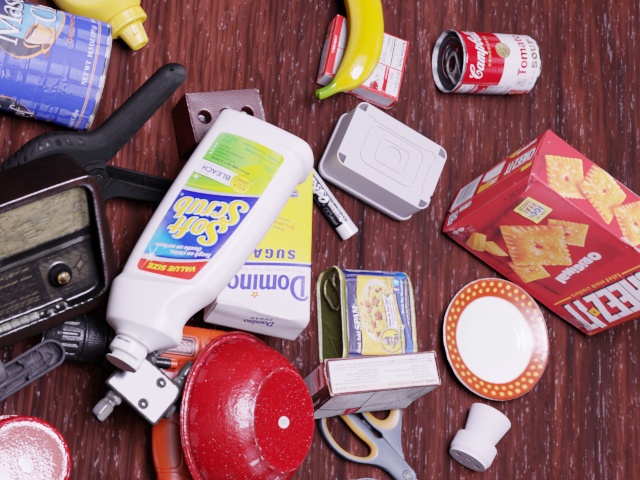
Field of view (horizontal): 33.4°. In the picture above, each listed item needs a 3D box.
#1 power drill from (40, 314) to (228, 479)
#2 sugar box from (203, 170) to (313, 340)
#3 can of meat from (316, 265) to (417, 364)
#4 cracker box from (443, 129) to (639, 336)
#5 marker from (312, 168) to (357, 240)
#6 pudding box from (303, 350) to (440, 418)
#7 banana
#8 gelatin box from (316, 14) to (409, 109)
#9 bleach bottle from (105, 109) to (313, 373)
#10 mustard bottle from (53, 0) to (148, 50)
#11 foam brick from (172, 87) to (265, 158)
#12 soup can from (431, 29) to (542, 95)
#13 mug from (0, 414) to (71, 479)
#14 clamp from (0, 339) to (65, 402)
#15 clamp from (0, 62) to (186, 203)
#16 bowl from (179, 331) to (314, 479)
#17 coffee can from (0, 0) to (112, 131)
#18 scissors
[{"bbox_3d":[-0.164,0.160,0.950,0.184,0.057,0.187,9,74,-21],"label":"power drill"},{"bbox_3d":[-0.056,0.001,1.016,0.093,0.048,0.176,13,53,-20],"label":"sugar box"},{"bbox_3d":[0.046,0.079,1.060,0.083,0.058,0.102,3,76,-24],"label":"can of meat"},{"bbox_3d":[0.258,0.000,1.105,0.213,0.164,0.072,35,58,-12],"label":"cracker box"},{"bbox_3d":[-0.004,-0.054,1.091,0.020,0.020,0.121,-37,92,-26],"label":"marker"},{"bbox_3d":[0.045,0.136,1.010,0.113,0.090,0.039,-4,69,-20],"label":"pudding box"},{"bbox_3d":[0.033,-0.236,1.108,0.069,0.037,0.198,8,71,-21],"label":"banana"},{"bbox_3d":[0.046,-0.190,1.139,0.089,0.030,0.073,18,70,-18],"label":"gelatin box"},{"bbox_3d":[-0.104,0.006,0.935,0.102,0.068,0.250,25,65,8],"label":"bleach bottle"},{"bbox_3d":[-0.225,-0.268,1.028,0.096,0.058,0.191,-34,91,-27],"label":"mustard bottle"},{"bbox_3d":[-0.100,-0.115,1.047,0.078,0.051,0.053,-9,81,-24],"label":"foam brick"},{"bbox_3d":[0.184,-0.195,1.178,0.102,0.069,0.068,-1,78,-24],"label":"soup can"},{"bbox_3d":[-0.260,0.199,0.887,0.093,0.082,0.117,32,67,-13],"label":"mug"},{"bbox_3d":[-0.294,0.134,0.862,0.171,0.120,0.039,-36,78,1],"label":"clamp"},{"bbox_3d":[-0.202,-0.075,0.961,0.209,0.165,0.036,-13,44,-18],"label":"clamp"},{"bbox_3d":[-0.053,0.161,0.956,0.161,0.055,0.162,14,73,-54],"label":"bowl"},{"bbox_3d":[-0.269,-0.164,0.960,0.140,0.103,0.103,12,73,-20],"label":"coffee can"},{"bbox_3d":[0.087,0.215,1.067,0.201,0.016,0.096,36,66,-12],"label":"scissors"}]
